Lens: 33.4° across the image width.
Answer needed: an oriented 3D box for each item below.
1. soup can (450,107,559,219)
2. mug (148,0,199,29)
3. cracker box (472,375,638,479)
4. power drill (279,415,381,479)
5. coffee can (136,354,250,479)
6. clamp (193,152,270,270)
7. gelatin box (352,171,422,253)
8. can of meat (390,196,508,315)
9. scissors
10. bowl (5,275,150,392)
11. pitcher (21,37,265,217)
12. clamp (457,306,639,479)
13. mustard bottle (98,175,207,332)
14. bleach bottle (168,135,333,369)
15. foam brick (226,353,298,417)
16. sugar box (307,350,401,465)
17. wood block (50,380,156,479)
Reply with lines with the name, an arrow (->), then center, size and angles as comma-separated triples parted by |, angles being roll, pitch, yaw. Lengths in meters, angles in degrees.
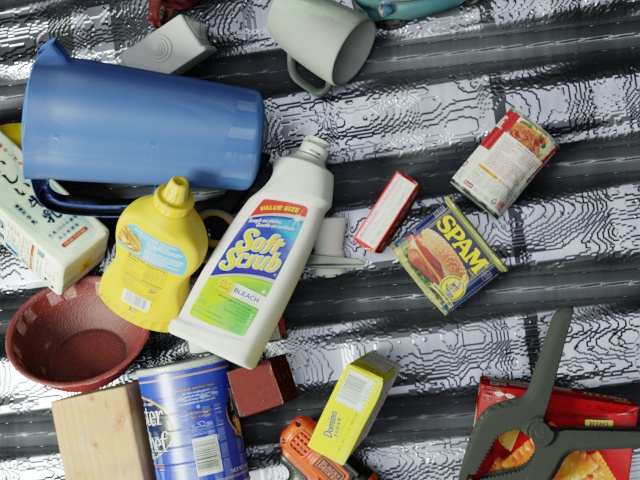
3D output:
soup can -> 0.196, -0.081, 1.135 | 0.068, 0.068, 0.102 | 40, 96, 8
mug -> -0.172, -0.295, 1.197 | 0.093, 0.081, 0.117 | 6, 89, 10
cracker box -> 0.233, 0.261, 1.117 | 0.164, 0.072, 0.214 | 8, 90, 10
power drill -> -0.012, 0.314, 1.167 | 0.184, 0.057, 0.188 | 43, 93, 9
coffee can -> -0.139, 0.201, 1.167 | 0.103, 0.102, 0.140 | -11, 87, 9
clamp -> -0.109, -0.025, 1.200 | 0.171, 0.039, 0.120 | -14, 85, 9
gelatin box -> 0.074, -0.028, 1.151 | 0.030, 0.073, 0.089 | 33, 94, 9
can of meat -> 0.138, 0.018, 1.149 | 0.084, 0.057, 0.102 | -39, 82, 9
scissors -> -0.058, 0.001, 1.165 | 0.202, 0.016, 0.096 | -12, 88, 9
bowl -> -0.264, 0.115, 1.191 | 0.162, 0.055, 0.162 | -3, 45, 3
pitcher -> -0.187, -0.108, 1.113 | 0.242, 0.149, 0.145 | 6, 70, -11
clamp -> 0.217, 0.177, 1.065 | 0.210, 0.036, 0.164 | -32, 84, 9
mustard bottle -> -0.169, 0.008, 1.117 | 0.096, 0.058, 0.192 | 28, 131, 5
bleach bottle -> -0.061, 0.003, 1.126 | 0.103, 0.068, 0.251 | 23, 83, 12
foam brick -> -0.063, 0.158, 1.168 | 0.051, 0.078, 0.053 | -19, 85, 10
sugar box -> 0.038, 0.167, 1.100 | 0.048, 0.176, 0.093 | 27, 92, 7
wood block -> -0.224, 0.267, 1.186 | 0.090, 0.090, 0.206 | -13, 87, 9
